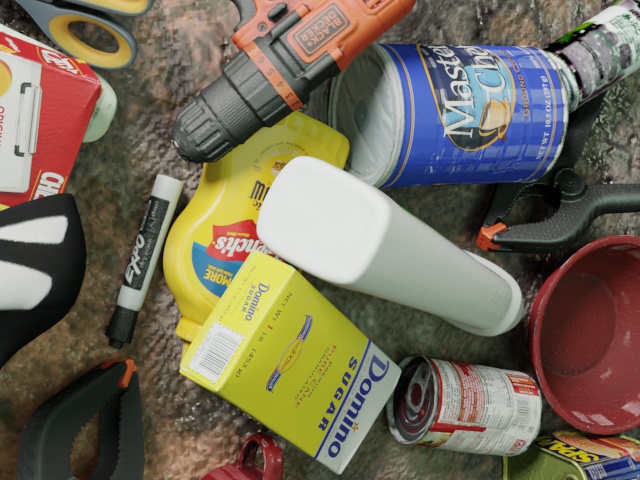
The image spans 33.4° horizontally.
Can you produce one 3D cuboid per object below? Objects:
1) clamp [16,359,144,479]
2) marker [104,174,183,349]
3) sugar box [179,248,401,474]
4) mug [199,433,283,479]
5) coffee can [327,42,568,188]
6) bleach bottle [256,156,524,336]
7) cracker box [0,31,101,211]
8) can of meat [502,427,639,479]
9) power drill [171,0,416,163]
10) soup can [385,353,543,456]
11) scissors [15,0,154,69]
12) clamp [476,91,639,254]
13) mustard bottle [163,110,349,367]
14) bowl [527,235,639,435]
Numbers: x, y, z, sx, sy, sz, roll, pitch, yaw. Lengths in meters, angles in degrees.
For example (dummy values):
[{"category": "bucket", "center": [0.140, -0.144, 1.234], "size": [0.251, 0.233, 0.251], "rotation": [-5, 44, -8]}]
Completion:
[{"category": "clamp", "center": [-0.167, 0.165, 0.662], "size": [0.164, 0.036, 0.210], "rotation": [37, 55, -42]}, {"category": "marker", "center": [-0.120, 0.015, 0.725], "size": [0.020, 0.020, 0.121], "rotation": [19, 87, -25]}, {"category": "sugar box", "center": [-0.013, 0.088, 0.729], "size": [0.093, 0.048, 0.176], "rotation": [-57, 139, -10]}, {"category": "mug", "center": [-0.047, 0.192, 0.742], "size": [0.093, 0.082, 0.117], "rotation": [3, 94, -25]}, {"category": "coffee can", "center": [0.090, -0.090, 0.767], "size": [0.140, 0.103, 0.103], "rotation": [-4, 97, -25]}, {"category": "bleach bottle", "center": [0.070, 0.019, 0.756], "size": [0.250, 0.103, 0.068], "rotation": [25, 94, -51]}, {"category": "cracker box", "center": [-0.256, -0.057, 0.607], "size": [0.213, 0.072, 0.164], "rotation": [16, 106, -26]}, {"category": "can of meat", "center": [0.210, 0.186, 0.852], "size": [0.083, 0.102, 0.057], "rotation": [-6, 98, -27]}, {"category": "power drill", "center": [-0.060, -0.166, 0.678], "size": [0.184, 0.057, 0.187], "rotation": [-38, 91, 1]}, {"category": "soup can", "center": [0.111, 0.127, 0.817], "size": [0.102, 0.069, 0.068], "rotation": [12, 90, -26]}, {"category": "scissors", "center": [-0.194, -0.150, 0.650], "size": [0.202, 0.096, 0.016], "rotation": [9, 53, 10]}, {"category": "clamp", "center": [0.203, -0.035, 0.837], "size": [0.171, 0.039, 0.120], "rotation": [-40, 66, -13]}, {"category": "mustard bottle", "center": [-0.055, 0.001, 0.733], "size": [0.096, 0.058, 0.191], "rotation": [23, 86, -28]}, {"category": "bowl", "center": [0.226, 0.074, 0.872], "size": [0.161, 0.055, 0.162], "rotation": [-3, 96, -25]}]
